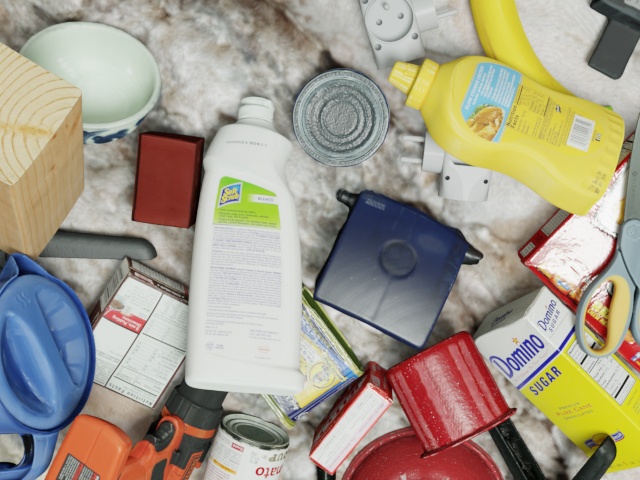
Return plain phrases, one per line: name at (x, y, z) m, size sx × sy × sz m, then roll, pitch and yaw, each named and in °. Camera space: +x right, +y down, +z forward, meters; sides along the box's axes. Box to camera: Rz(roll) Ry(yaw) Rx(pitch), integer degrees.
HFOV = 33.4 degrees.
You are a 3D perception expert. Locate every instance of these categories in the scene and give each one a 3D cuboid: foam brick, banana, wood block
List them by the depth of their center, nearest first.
wood block at (-0.249, -0.064, 0.845) m, size 0.091 × 0.206 × 0.090 m, roll 31°, pitch 70°, yaw -1°
banana at (0.171, -0.169, 0.912) m, size 0.069 × 0.037 × 0.198 m, roll -38°, pitch 99°, yaw -21°
foam brick at (-0.133, -0.055, 0.939) m, size 0.051 × 0.053 × 0.078 m, roll 7°, pitch 101°, yaw 2°

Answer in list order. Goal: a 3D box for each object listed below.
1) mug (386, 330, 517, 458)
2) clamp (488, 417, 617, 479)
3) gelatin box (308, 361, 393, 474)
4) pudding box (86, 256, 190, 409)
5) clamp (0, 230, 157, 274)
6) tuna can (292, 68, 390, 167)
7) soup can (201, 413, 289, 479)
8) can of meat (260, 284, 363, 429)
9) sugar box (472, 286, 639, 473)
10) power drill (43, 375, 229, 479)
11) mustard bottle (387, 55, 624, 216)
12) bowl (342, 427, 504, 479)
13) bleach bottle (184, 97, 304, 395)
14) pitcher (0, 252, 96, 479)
mug at (0.115, 0.128, 0.925) m, size 0.093 × 0.117 × 0.081 m, roll -32°, pitch 81°, yaw 33°
clamp at (0.199, 0.228, 0.959) m, size 0.120 × 0.039 × 0.171 m, roll 23°, pitch 122°, yaw 38°
gelatin box at (0.028, 0.156, 0.952) m, size 0.030 × 0.073 × 0.089 m, roll 37°, pitch 100°, yaw -2°
pudding box at (-0.162, 0.085, 0.957) m, size 0.090 × 0.039 × 0.113 m, roll 28°, pitch 105°, yaw -22°
clamp at (-0.276, 0.022, 0.968) m, size 0.210 × 0.036 × 0.164 m, roll 31°, pitch 99°, yaw -5°
tuna can at (0.018, -0.107, 0.930) m, size 0.086 × 0.033 × 0.086 m, roll 1°, pitch 99°, yaw 3°
soup can at (-0.074, 0.218, 0.972) m, size 0.068 × 0.068 × 0.102 m, roll 19°, pitch 100°, yaw 0°
can of meat at (-0.022, 0.102, 0.956) m, size 0.084 × 0.057 × 0.102 m, roll -36°, pitch 95°, yaw 7°
sugar box at (0.221, 0.124, 0.924) m, size 0.176 × 0.093 × 0.048 m, roll 41°, pitch 60°, yaw -4°
power drill at (-0.149, 0.175, 0.912) m, size 0.057 × 0.187 × 0.184 m, roll 28°, pitch 100°, yaw 20°
mustard bottle at (0.145, -0.098, 0.862) m, size 0.191 × 0.058 × 0.096 m, roll 24°, pitch 59°, yaw -1°
bowl at (0.094, 0.255, 0.974) m, size 0.162 × 0.055 × 0.162 m, roll 1°, pitch 99°, yaw 4°
bleach bottle at (-0.056, 0.001, 0.907) m, size 0.102 × 0.068 × 0.251 m, roll 6°, pitch 76°, yaw -7°
pitcher at (-0.324, 0.118, 0.912) m, size 0.243 × 0.149 × 0.145 m, roll -10°, pitch 129°, yaw 26°
